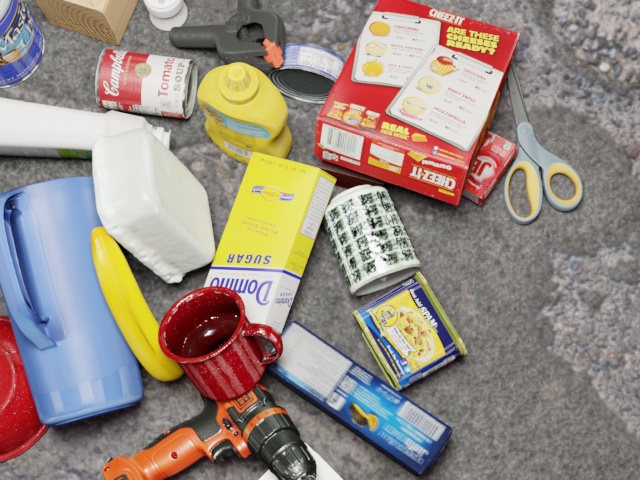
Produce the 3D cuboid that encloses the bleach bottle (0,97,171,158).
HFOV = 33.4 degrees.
[{"bbox_3d":[-0.291,-0.119,1.179,0.250,0.102,0.068,5,87,-4],"label":"bleach bottle"}]

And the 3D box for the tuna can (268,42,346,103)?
[{"bbox_3d":[-0.013,-0.186,1.188,0.086,0.086,0.033,12,74,4],"label":"tuna can"}]

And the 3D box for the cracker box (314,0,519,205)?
[{"bbox_3d":[0.105,-0.155,1.148,0.164,0.072,0.213,19,54,9],"label":"cracker box"}]

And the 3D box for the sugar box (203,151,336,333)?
[{"bbox_3d":[-0.057,0.001,1.132,0.093,0.048,0.176,16,82,33],"label":"sugar box"}]

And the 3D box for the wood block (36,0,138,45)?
[{"bbox_3d":[-0.243,-0.344,1.231,0.091,0.090,0.206,19,77,7],"label":"wood block"}]

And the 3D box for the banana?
[{"bbox_3d":[-0.183,0.078,1.075,0.037,0.197,0.070,-24,32,2],"label":"banana"}]

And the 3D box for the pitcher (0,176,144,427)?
[{"bbox_3d":[-0.265,0.062,1.092,0.149,0.145,0.243,-11,82,-32],"label":"pitcher"}]

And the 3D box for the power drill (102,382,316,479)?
[{"bbox_3d":[-0.112,0.224,1.068,0.187,0.057,0.185,-37,45,-8],"label":"power drill"}]

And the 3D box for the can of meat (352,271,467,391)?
[{"bbox_3d":[0.093,0.098,1.128,0.084,0.057,0.102,-29,77,-5],"label":"can of meat"}]

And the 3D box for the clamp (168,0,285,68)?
[{"bbox_3d":[-0.085,-0.242,1.196,0.172,0.039,0.120,31,76,41],"label":"clamp"}]

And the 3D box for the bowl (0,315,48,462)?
[{"bbox_3d":[-0.358,0.152,1.123,0.162,0.055,0.162,0,75,1],"label":"bowl"}]

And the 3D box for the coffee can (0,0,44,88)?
[{"bbox_3d":[-0.373,-0.242,1.180,0.103,0.140,0.103,0,76,1],"label":"coffee can"}]

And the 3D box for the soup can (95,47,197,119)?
[{"bbox_3d":[-0.194,-0.176,1.198,0.102,0.068,0.068,8,76,2],"label":"soup can"}]

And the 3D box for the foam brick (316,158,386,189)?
[{"bbox_3d":[0.039,-0.087,1.179,0.078,0.051,0.053,14,76,4],"label":"foam brick"}]

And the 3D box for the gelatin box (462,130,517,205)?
[{"bbox_3d":[0.161,-0.092,1.182,0.089,0.030,0.073,32,81,17],"label":"gelatin box"}]

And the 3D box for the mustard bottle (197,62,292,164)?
[{"bbox_3d":[-0.081,-0.137,1.121,0.096,0.191,0.058,25,77,7],"label":"mustard bottle"}]

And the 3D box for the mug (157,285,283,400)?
[{"bbox_3d":[-0.092,0.105,1.063,0.117,0.081,0.093,-8,47,19],"label":"mug"}]

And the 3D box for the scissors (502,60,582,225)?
[{"bbox_3d":[0.249,-0.114,1.200,0.096,0.016,0.202,5,76,5],"label":"scissors"}]
